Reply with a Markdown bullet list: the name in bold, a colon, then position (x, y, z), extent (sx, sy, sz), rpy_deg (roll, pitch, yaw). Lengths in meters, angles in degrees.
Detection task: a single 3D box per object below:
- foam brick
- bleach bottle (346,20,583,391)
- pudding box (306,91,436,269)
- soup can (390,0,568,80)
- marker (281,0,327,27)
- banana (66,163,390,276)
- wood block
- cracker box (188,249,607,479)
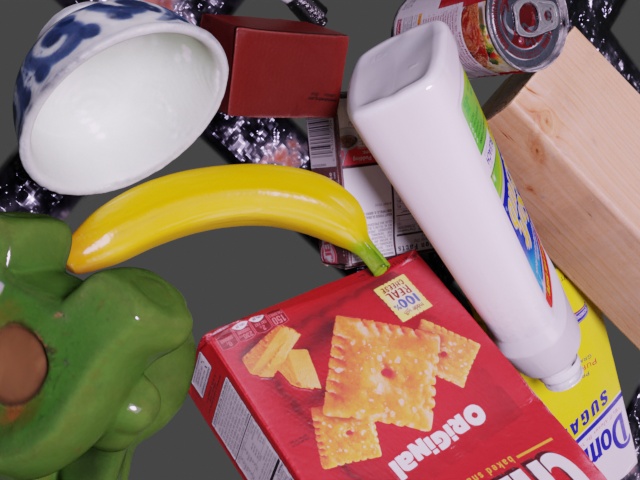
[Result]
- **foam brick**: position (-0.031, -0.104, 0.642), extent (0.078, 0.051, 0.053), rpy_deg (-2, 111, -32)
- **bleach bottle**: position (0.104, -0.007, 0.673), extent (0.250, 0.068, 0.102), rpy_deg (57, 23, -26)
- **pudding box**: position (0.041, -0.043, 0.703), extent (0.089, 0.039, 0.113), rpy_deg (-9, 98, -32)
- **soup can**: position (0.102, -0.139, 0.701), extent (0.068, 0.102, 0.068), rpy_deg (-1, 91, -32)
- **marker**: position (-0.039, -0.175, 0.661), extent (0.121, 0.020, 0.020), rpy_deg (41, 70, -26)
- **banana**: position (-0.054, -0.014, 0.630), extent (0.197, 0.037, 0.069), rpy_deg (0, 55, -18)
- **wood block**: position (0.199, -0.030, 0.734), extent (0.206, 0.090, 0.090), rpy_deg (44, 62, -5)
- **cracker box**: position (0.047, 0.120, 0.619), extent (0.163, 0.214, 0.072), rpy_deg (-19, 146, -30)
